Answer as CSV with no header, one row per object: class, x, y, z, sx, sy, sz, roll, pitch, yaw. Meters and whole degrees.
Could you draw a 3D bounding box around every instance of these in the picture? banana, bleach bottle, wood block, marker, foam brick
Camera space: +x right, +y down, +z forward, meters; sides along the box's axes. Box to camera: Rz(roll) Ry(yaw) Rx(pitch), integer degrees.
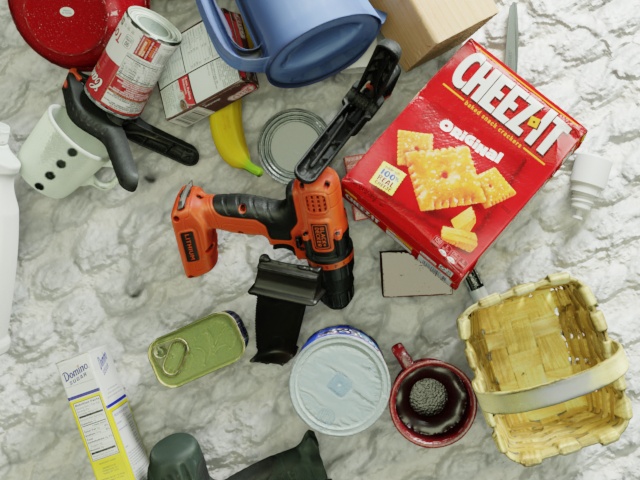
banana,-0.093,-0.163,1.186,0.070,0.037,0.198,-5,83,21
bleach bottle,-0.368,-0.003,1.158,0.103,0.068,0.251,19,104,14
wood block,0.089,-0.300,1.146,0.090,0.091,0.206,-30,89,-22
marker,0.155,0.013,1.191,0.020,0.020,0.121,-25,89,2
foam brick,0.105,0.035,1.176,0.078,0.053,0.051,-2,90,2

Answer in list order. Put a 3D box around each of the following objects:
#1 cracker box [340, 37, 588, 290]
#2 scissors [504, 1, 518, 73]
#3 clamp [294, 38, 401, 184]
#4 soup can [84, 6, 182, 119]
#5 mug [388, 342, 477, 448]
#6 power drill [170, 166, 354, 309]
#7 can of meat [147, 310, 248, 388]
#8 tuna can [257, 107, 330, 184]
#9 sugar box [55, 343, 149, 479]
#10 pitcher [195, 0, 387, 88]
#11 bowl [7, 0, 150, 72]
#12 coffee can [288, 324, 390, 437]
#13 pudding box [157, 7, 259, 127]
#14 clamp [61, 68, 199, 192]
cracker box,0.150,-0.082,1.131,0.164,0.072,0.213,40,82,9
scissors,0.193,-0.158,1.191,0.096,0.016,0.202,-12,89,2
clamp,0.038,-0.136,1.106,0.036,0.210,0.165,37,103,1
soup can,-0.200,-0.190,1.144,0.068,0.068,0.102,36,115,2
mug,0.113,0.162,1.161,0.093,0.081,0.117,-36,89,2
power drill,-0.058,0.001,1.157,0.188,0.057,0.184,-1,127,11
can of meat,-0.131,0.116,1.169,0.102,0.084,0.057,-24,89,2
tuna can,-0.027,-0.103,1.191,0.086,0.034,0.086,0,90,2
sugar box,-0.233,0.205,1.169,0.048,0.093,0.176,-22,88,1
pitcher,-0.052,-0.290,1.126,0.145,0.149,0.243,-33,74,24
bowl,-0.269,-0.253,1.157,0.162,0.055,0.162,2,117,3
coffee can,0.021,0.145,1.135,0.103,0.140,0.103,0,90,2
pudding box,-0.127,-0.187,1.161,0.114,0.039,0.090,-23,73,28
clamp,-0.225,-0.120,1.166,0.171,0.120,0.039,36,119,5
